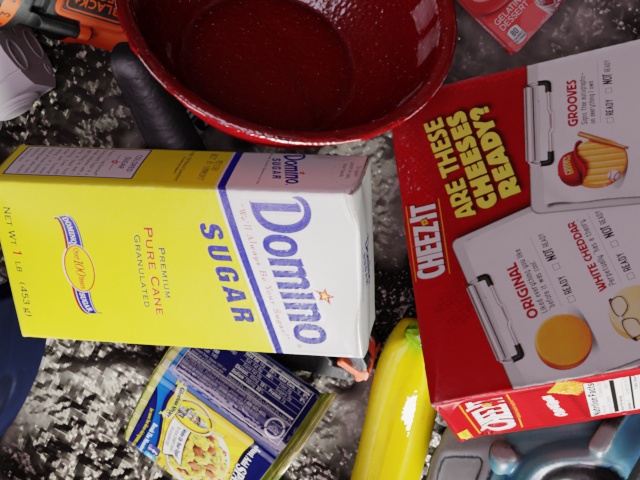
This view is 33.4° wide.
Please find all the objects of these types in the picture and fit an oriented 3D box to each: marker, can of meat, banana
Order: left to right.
[{"bbox_3d":[-0.056,-0.078,0.578,0.121,0.020,0.020,-42,92,13],"label":"marker"},{"bbox_3d":[-0.052,0.097,0.575,0.084,0.057,0.102,35,136,3],"label":"can of meat"},{"bbox_3d":[0.034,0.117,0.576,0.037,0.069,0.198,19,114,21],"label":"banana"}]

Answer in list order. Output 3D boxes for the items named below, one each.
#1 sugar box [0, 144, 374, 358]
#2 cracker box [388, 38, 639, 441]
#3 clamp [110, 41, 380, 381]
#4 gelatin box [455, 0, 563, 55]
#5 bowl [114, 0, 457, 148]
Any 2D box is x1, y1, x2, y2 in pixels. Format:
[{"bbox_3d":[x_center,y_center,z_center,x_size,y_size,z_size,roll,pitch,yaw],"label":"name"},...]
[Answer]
[{"bbox_3d":[-0.064,0.005,0.516,0.176,0.048,0.093,3,121,13],"label":"sugar box"},{"bbox_3d":[0.150,-0.008,0.492,0.214,0.072,0.164,-13,60,14],"label":"cracker box"},{"bbox_3d":[-0.054,0.001,0.561,0.210,0.036,0.165,30,131,-1],"label":"clamp"},{"bbox_3d":[0.102,-0.150,0.534,0.073,0.030,0.089,44,103,-1],"label":"gelatin box"},{"bbox_3d":[-0.019,-0.101,0.512,0.162,0.055,0.162,6,62,-11],"label":"bowl"}]
